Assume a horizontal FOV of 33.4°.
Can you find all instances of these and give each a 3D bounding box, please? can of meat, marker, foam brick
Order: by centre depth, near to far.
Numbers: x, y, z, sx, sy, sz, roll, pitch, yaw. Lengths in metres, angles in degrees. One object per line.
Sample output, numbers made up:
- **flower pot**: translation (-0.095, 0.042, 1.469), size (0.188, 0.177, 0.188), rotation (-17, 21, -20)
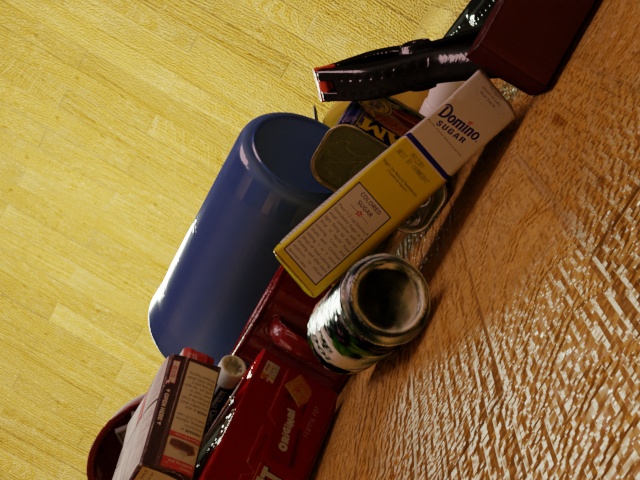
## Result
- **foam brick**: translation (0.133, -0.136, 0.659), size (0.078, 0.051, 0.053), rotation (-61, 3, 0)
- **marker**: translation (-0.084, 0.123, 0.764), size (0.121, 0.020, 0.020), rotation (-56, 5, 41)
- **can of meat**: translation (0.053, -0.064, 0.821), size (0.058, 0.102, 0.083), rotation (-59, 1, 34)

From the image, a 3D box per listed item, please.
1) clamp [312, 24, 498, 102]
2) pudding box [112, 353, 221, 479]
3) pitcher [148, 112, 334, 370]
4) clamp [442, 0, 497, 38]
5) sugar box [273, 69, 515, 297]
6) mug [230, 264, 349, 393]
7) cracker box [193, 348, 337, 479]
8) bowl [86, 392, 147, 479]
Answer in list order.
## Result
- **clamp**: translation (0.080, -0.129, 0.789), size (0.171, 0.039, 0.120), rotation (-15, 13, 6)
- **pudding box**: translation (-0.109, 0.141, 0.711), size (0.114, 0.039, 0.090), rotation (123, 163, -46)
- **pitcher**: translation (-0.056, 0.001, 0.926), size (0.144, 0.149, 0.243), rotation (-30, -22, -43)
- **clamp**: translation (0.187, -0.274, 1.133), size (0.164, 0.036, 0.210), rotation (-61, 5, -1)
- **sugar box**: translation (0.047, -0.034, 0.711), size (0.176, 0.048, 0.093), rotation (-39, 0, -2)
- **mug**: translation (-0.011, 0.070, 0.795), size (0.093, 0.081, 0.117), rotation (-60, 3, 1)
- **cracker box**: translation (-0.078, 0.205, 0.746), size (0.214, 0.072, 0.164), rotation (-57, 5, 37)
- **bowl**: translation (-0.154, 0.203, 1.062), size (0.162, 0.161, 0.055), rotation (-59, 29, 16)
